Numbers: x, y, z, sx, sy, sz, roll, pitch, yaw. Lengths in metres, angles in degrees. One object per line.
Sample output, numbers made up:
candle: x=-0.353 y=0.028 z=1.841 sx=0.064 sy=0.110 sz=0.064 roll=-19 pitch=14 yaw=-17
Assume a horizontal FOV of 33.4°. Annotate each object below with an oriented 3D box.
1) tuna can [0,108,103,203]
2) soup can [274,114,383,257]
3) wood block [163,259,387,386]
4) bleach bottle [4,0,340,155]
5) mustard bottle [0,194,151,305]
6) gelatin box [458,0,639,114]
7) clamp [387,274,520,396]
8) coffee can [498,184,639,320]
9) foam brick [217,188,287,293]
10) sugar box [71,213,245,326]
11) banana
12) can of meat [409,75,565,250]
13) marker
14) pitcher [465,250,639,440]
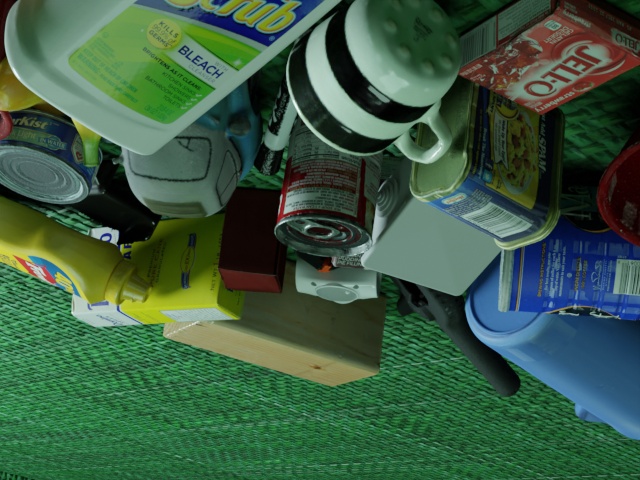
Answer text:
tuna can: x=-0.213 y=-0.063 z=0.819 sx=0.086 sy=0.033 sz=0.086 roll=11 pitch=153 yaw=5
soup can: x=0.008 y=-0.048 z=0.747 sx=0.068 sy=0.102 sz=0.068 roll=6 pitch=158 yaw=2
wood block: x=-0.044 y=0.076 z=1.089 sx=0.205 sy=0.090 sz=0.091 roll=21 pitch=154 yaw=-29
bleach bottle: x=-0.028 y=-0.143 z=0.493 sx=0.251 sy=0.068 sz=0.102 roll=-35 pitch=134 yaw=25
mustard bottle: x=-0.242 y=0.011 z=0.969 sx=0.191 sy=0.058 sz=0.096 roll=23 pitch=160 yaw=6
gelatin box: x=0.137 y=-0.114 z=0.639 sx=0.073 sy=0.030 sz=0.089 roll=20 pitch=155 yaw=-28
clamp: x=0.112 y=0.062 z=0.994 sx=0.165 sy=0.036 sz=0.210 roll=39 pitch=168 yaw=32
coffee can: x=0.211 y=0.008 z=0.819 sx=0.140 sy=0.103 sz=0.103 roll=4 pitch=158 yaw=9
foam brick: x=-0.056 y=0.001 z=0.923 sx=0.051 sy=0.078 sz=0.053 roll=4 pitch=158 yaw=5
sugar box: x=-0.150 y=0.029 z=1.003 sx=0.176 sy=0.093 sz=0.048 roll=-5 pitch=154 yaw=28
banana: x=-0.168 y=-0.099 z=0.703 sx=0.037 sy=0.069 sz=0.197 roll=-3 pitch=173 yaw=5
can of meat: x=0.109 y=-0.057 z=0.696 sx=0.083 sy=0.102 sz=0.058 roll=24 pitch=152 yaw=-31
marker: x=-0.022 y=-0.088 z=0.712 sx=0.020 sy=0.020 sz=0.121 roll=12 pitch=136 yaw=-11
pitcher: x=0.253 y=0.079 z=0.969 sx=0.242 sy=0.149 sz=0.145 roll=29 pitch=169 yaw=-36
